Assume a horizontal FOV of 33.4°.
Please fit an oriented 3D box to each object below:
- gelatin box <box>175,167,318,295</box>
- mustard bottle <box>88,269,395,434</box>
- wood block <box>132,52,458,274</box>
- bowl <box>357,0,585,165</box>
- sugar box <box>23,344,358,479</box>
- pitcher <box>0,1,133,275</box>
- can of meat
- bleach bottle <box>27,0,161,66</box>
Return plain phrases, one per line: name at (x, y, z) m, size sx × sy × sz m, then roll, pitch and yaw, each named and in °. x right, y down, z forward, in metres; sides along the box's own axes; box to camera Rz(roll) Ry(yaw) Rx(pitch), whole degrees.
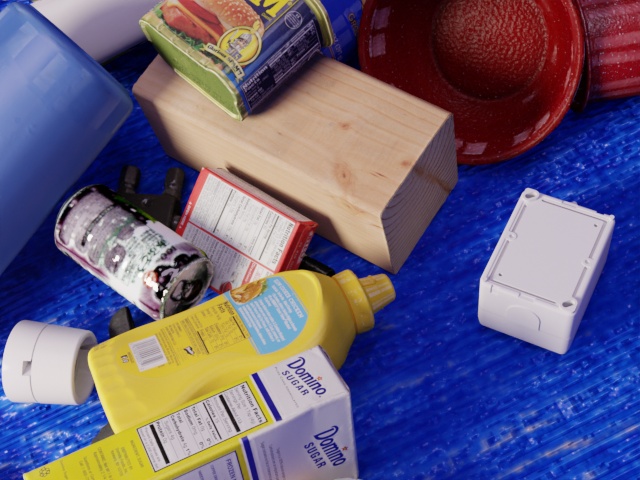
gelatin box at (-0.055, 0.001, 0.731) m, size 0.089 × 0.030 × 0.073 m, roll 30°, pitch 104°, yaw 23°
mustard bottle at (-0.042, 0.065, 0.660) m, size 0.191 × 0.058 × 0.096 m, roll -23°, pitch 30°, yaw -11°
wood block at (-0.016, -0.074, 0.747) m, size 0.206 × 0.091 × 0.090 m, roll 28°, pitch 70°, yaw 22°
bowl at (0.110, -0.137, 0.750) m, size 0.162 × 0.162 × 0.055 m, roll 21°, pitch 25°, yaw 19°
sugar box at (-0.066, 0.132, 0.600) m, size 0.176 × 0.093 × 0.048 m, roll -24°, pitch 49°, yaw -16°
pitcher at (-0.250, -0.045, 0.713) m, size 0.145 × 0.149 × 0.243 m, roll 41°, pitch 88°, yaw 19°
can of meat at (-0.057, -0.139, 0.704) m, size 0.084 × 0.057 × 0.102 m, roll -45°, pitch 63°, yaw -12°
bleach bottle at (-0.114, -0.197, 0.828) m, size 0.250 × 0.103 × 0.068 m, roll -27°, pitch 106°, yaw -6°
